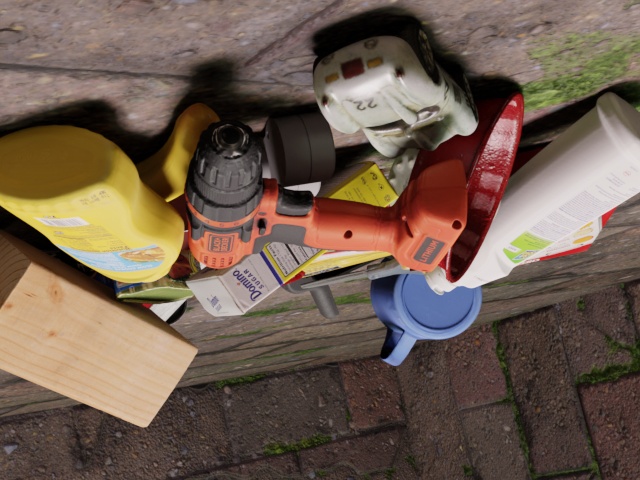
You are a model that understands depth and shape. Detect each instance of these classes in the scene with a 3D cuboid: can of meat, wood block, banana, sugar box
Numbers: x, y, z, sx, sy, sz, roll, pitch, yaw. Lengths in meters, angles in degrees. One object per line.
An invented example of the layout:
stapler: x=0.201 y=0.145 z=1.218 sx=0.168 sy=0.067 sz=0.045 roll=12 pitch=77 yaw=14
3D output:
can of meat: x=-0.148 y=0.009 z=0.944 sx=0.057 sy=0.084 sz=0.102 roll=-16 pitch=169 yaw=20
wood block: x=-0.218 y=0.078 z=0.927 sx=0.091 sy=0.090 sz=0.205 roll=32 pitch=178 yaw=43
banana: x=-0.118 y=-0.052 z=0.776 sx=0.069 sy=0.037 sz=0.198 roll=-3 pitch=166 yaw=-43
sugar box: x=-0.025 y=-0.001 z=0.918 sx=0.176 sy=0.048 sz=0.093 roll=-39 pitch=-169 yaw=-21

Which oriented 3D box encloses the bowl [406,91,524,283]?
bowl: x=0.110 y=-0.050 z=0.859 sx=0.055 sy=0.162 sz=0.162 roll=21 pitch=180 yaw=17

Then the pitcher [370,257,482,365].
pitcher: x=0.134 y=0.078 z=1.388 sx=0.145 sy=0.149 sz=0.243 roll=-17 pitch=178 yaw=-1

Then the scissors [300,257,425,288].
scissors: x=0.079 y=0.034 z=1.153 sx=0.096 sy=0.016 sz=0.202 roll=11 pitch=159 yaw=-41

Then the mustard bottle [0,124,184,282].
mustard bottle: x=-0.150 y=-0.014 z=0.752 sx=0.096 sy=0.058 sz=0.191 roll=-1 pitch=158 yaw=16

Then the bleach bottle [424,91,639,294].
bleach bottle: x=0.195 y=-0.028 z=0.985 sx=0.251 sy=0.068 sz=0.102 roll=-37 pitch=144 yaw=27

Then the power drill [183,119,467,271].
power drill: x=0.001 y=-0.027 z=0.729 sx=0.187 sy=0.057 sz=0.184 roll=4 pitch=160 yaw=-7

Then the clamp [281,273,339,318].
clamp: x=-0.006 y=0.038 z=1.256 sx=0.039 sy=0.120 sz=0.171 roll=26 pitch=-167 yaw=39
